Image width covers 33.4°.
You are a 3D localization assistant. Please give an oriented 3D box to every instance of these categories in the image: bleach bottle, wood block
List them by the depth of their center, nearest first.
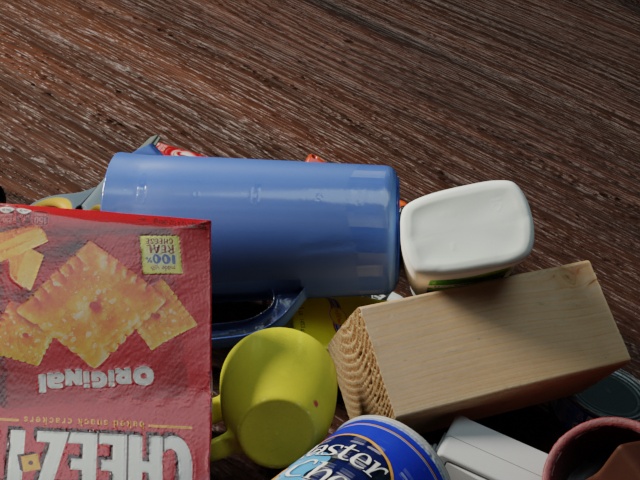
[{"bbox_3d":[0.123,0.089,0.844,0.205,0.090,0.091,-10,68,-21],"label":"wood block"},{"bbox_3d":[0.123,0.018,0.915,0.102,0.068,0.250,-11,-14,5],"label":"bleach bottle"}]

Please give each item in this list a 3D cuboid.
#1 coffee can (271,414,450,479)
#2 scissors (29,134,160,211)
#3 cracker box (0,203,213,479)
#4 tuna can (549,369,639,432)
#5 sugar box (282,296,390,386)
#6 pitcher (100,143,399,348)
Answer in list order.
[{"bbox_3d":[0.007,0.186,0.677,0.103,0.103,0.140,30,33,25],"label":"coffee can"},{"bbox_3d":[-0.224,-0.051,1.036,0.096,0.016,0.201,8,40,1],"label":"scissors"},{"bbox_3d":[-0.157,0.085,0.710,0.164,0.072,0.213,5,63,-16],"label":"cracker box"},{"bbox_3d":[0.245,0.143,0.930,0.086,0.034,0.086,11,29,-7],"label":"tuna can"},{"bbox_3d":[0.056,0.090,0.923,0.176,0.048,0.093,7,30,-11],"label":"sugar box"},{"bbox_3d":[-0.056,0.001,0.892,0.243,0.149,0.145,0,16,5],"label":"pitcher"}]
